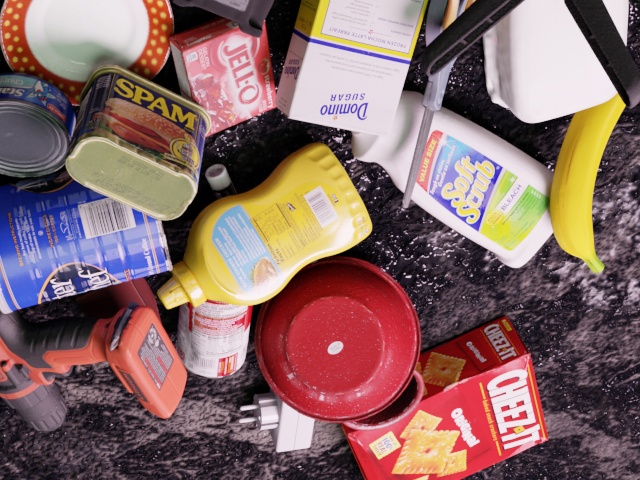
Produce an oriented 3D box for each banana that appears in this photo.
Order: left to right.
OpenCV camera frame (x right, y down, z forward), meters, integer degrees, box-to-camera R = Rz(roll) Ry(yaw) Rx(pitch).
[{"bbox_3d":[0.246,-0.071,0.980,0.069,0.037,0.198,8,94,-43],"label":"banana"}]

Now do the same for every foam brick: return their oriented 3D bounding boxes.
[{"bbox_3d":[-0.184,0.052,0.961,0.053,0.051,0.078,-23,132,0],"label":"foam brick"}]

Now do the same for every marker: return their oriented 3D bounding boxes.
[{"bbox_3d":[-0.075,-0.019,0.966,0.020,0.020,0.121,-23,132,-1],"label":"marker"}]

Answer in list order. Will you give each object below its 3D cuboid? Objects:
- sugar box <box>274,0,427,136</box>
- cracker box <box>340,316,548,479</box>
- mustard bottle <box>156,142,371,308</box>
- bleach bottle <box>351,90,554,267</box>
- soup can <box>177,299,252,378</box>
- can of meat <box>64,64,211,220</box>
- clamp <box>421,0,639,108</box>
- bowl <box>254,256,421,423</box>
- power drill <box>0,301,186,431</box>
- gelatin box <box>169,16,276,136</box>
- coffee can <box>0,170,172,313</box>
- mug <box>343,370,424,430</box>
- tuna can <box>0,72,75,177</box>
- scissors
[{"bbox_3d":[0.031,-0.176,0.835,0.093,0.048,0.176,9,111,-25],"label":"sugar box"},{"bbox_3d":[0.136,0.199,1.186,0.213,0.072,0.164,-23,132,-2],"label":"cracker box"},{"bbox_3d":[-0.056,0.001,0.927,0.191,0.058,0.096,-33,104,-11],"label":"mustard bottle"},{"bbox_3d":[0.112,-0.064,0.972,0.250,0.068,0.103,24,113,-31],"label":"bleach bottle"},{"bbox_3d":[-0.098,0.071,0.998,0.068,0.068,0.102,-4,129,-18],"label":"soup can"},{"bbox_3d":[-0.138,-0.073,0.811,0.102,0.084,0.058,25,130,-21],"label":"can of meat"},{"bbox_3d":[0.185,-0.200,0.815,0.165,0.210,0.036,18,168,11],"label":"clamp"},{"bbox_3d":[0.015,0.096,1.007,0.162,0.055,0.162,0,91,4],"label":"bowl"},{"bbox_3d":[-0.217,0.114,0.943,0.188,0.057,0.184,0,137,21],"label":"power drill"},{"bbox_3d":[-0.076,-0.134,0.852,0.073,0.030,0.089,-26,138,-19],"label":"gelatin box"},{"bbox_3d":[-0.202,-0.007,0.873,0.140,0.103,0.103,-15,131,-9],"label":"coffee can"},{"bbox_3d":[0.043,0.127,1.087,0.093,0.081,0.117,-37,131,11],"label":"mug"},{"bbox_3d":[-0.233,-0.089,0.823,0.086,0.033,0.086,0,143,-1],"label":"tuna can"},{"bbox_3d":[0.089,-0.128,0.866,0.096,0.016,0.202,19,90,-68],"label":"scissors"}]
